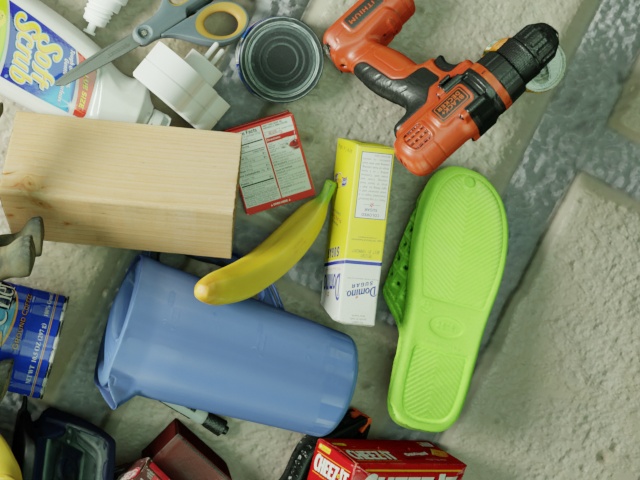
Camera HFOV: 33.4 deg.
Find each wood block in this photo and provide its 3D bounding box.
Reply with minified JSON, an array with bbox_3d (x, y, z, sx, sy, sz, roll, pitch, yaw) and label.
[{"bbox_3d":[-0.179,-0.050,0.988,0.206,0.090,0.091,5,61,-3],"label":"wood block"}]

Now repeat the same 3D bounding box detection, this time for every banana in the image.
[{"bbox_3d":[-0.054,0.013,1.024,0.197,0.037,0.070,-43,145,-36],"label":"banana"}]

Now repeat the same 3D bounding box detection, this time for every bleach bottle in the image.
[{"bbox_3d":[-0.253,-0.170,0.999,0.250,0.068,0.102,28,91,-17],"label":"bleach bottle"}]

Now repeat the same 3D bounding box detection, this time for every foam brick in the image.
[{"bbox_3d":[-0.137,0.231,1.093,0.051,0.053,0.078,-46,103,-1],"label":"foam brick"}]

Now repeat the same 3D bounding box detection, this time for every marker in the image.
[{"bbox_3d":[-0.146,0.167,1.097,0.121,0.020,0.020,34,92,-14],"label":"marker"}]

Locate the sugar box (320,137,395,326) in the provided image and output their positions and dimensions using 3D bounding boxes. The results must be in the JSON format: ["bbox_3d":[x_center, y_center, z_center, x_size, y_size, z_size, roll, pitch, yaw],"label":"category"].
[{"bbox_3d":[0.035,-0.010,1.063,0.048,0.093,0.176,7,98,-12],"label":"sugar box"}]

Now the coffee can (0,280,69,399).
[{"bbox_3d":[-0.319,0.085,1.007,0.140,0.103,0.103,15,96,-13],"label":"coffee can"}]

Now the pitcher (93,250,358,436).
[{"bbox_3d":[-0.088,0.101,1.050,0.242,0.145,0.149,19,107,-17],"label":"pitcher"}]

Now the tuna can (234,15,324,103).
[{"bbox_3d":[-0.040,-0.178,1.051,0.086,0.034,0.086,-2,100,-11],"label":"tuna can"}]

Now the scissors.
[{"bbox_3d":[-0.146,-0.185,1.001,0.096,0.016,0.201,40,69,-3],"label":"scissors"}]

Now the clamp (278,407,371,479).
[{"bbox_3d":[-0.024,0.256,1.094,0.210,0.036,0.164,-55,139,-11],"label":"clamp"}]

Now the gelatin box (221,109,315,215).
[{"bbox_3d":[-0.053,-0.078,1.068,0.073,0.030,0.089,-18,103,-6],"label":"gelatin box"}]

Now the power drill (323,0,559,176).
[{"bbox_3d":[0.106,-0.174,1.009,0.184,0.188,0.057,-41,147,-1],"label":"power drill"}]

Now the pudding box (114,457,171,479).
[{"bbox_3d":[-0.176,0.264,1.063,0.090,0.114,0.039,49,52,-13],"label":"pudding box"}]

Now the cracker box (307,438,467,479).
[{"bbox_3d":[0.050,0.317,1.102,0.163,0.072,0.214,10,99,-40],"label":"cracker box"}]
